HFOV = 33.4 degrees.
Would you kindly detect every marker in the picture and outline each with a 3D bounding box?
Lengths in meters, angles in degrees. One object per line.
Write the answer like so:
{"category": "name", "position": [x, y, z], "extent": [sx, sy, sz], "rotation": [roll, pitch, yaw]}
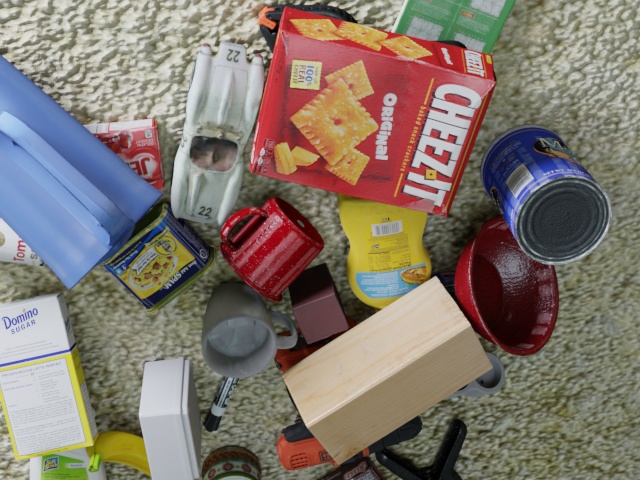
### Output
{"category": "marker", "position": [-0.115, 0.183, 1.294], "extent": [0.020, 0.020, 0.121], "rotation": [17, 114, -16]}

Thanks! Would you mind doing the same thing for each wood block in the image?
{"category": "wood block", "position": [0.074, 0.145, 1.192], "extent": [0.206, 0.090, 0.090], "rotation": [-32, 134, 1]}

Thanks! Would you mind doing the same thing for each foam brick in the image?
{"category": "foam brick", "position": [-0.004, 0.071, 1.216], "extent": [0.053, 0.078, 0.051], "rotation": [-21, 117, 3]}

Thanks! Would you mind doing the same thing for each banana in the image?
{"category": "banana", "position": [-0.221, 0.268, 1.290], "extent": [0.037, 0.069, 0.197], "rotation": [-30, 146, 22]}

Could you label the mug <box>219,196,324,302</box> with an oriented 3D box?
{"category": "mug", "position": [-0.058, 0.001, 1.163], "extent": [0.081, 0.093, 0.117], "rotation": [-46, 130, 11]}

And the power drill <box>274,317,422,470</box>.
{"category": "power drill", "position": [0.025, 0.188, 1.294], "extent": [0.184, 0.057, 0.187], "rotation": [-14, 118, -4]}

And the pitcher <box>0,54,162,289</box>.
{"category": "pitcher", "position": [-0.281, -0.079, 1.041], "extent": [0.242, 0.144, 0.149], "rotation": [44, 122, -10]}

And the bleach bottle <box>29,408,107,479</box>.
{"category": "bleach bottle", "position": [-0.301, 0.285, 1.300], "extent": [0.102, 0.068, 0.251], "rotation": [0, 115, -12]}

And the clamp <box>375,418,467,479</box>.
{"category": "clamp", "position": [0.134, 0.310, 1.383], "extent": [0.120, 0.039, 0.171], "rotation": [-8, 119, -2]}

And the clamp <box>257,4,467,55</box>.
{"category": "clamp", "position": [0.025, -0.171, 1.104], "extent": [0.210, 0.036, 0.165], "rotation": [23, 118, -9]}

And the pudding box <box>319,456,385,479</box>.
{"category": "pudding box", "position": [0.036, 0.341, 1.386], "extent": [0.113, 0.039, 0.090], "rotation": [-31, 118, 9]}

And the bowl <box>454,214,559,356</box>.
{"category": "bowl", "position": [0.203, 0.054, 1.216], "extent": [0.055, 0.162, 0.162], "rotation": [-14, 128, 46]}

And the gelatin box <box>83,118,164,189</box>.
{"category": "gelatin box", "position": [-0.213, -0.087, 1.131], "extent": [0.089, 0.030, 0.073], "rotation": [-5, 119, -4]}

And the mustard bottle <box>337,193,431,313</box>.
{"category": "mustard bottle", "position": [0.076, 0.021, 1.204], "extent": [0.096, 0.058, 0.191], "rotation": [-9, 125, -1]}

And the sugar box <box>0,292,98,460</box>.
{"category": "sugar box", "position": [-0.317, 0.153, 1.206], "extent": [0.093, 0.048, 0.176], "rotation": [-11, 95, -2]}

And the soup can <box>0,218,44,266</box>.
{"category": "soup can", "position": [-0.341, -0.012, 1.134], "extent": [0.102, 0.068, 0.068], "rotation": [9, 116, -13]}

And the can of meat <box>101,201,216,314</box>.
{"category": "can of meat", "position": [-0.180, 0.018, 1.177], "extent": [0.102, 0.057, 0.084], "rotation": [-37, 114, 12]}

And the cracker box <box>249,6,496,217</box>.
{"category": "cracker box", "position": [0.048, -0.124, 1.066], "extent": [0.213, 0.072, 0.164], "rotation": [13, 124, -5]}

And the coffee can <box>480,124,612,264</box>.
{"category": "coffee can", "position": [0.239, -0.052, 1.147], "extent": [0.102, 0.140, 0.103], "rotation": [-3, 118, -6]}
